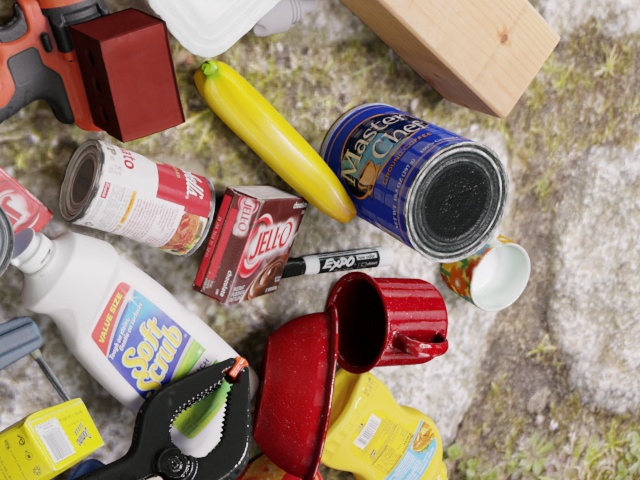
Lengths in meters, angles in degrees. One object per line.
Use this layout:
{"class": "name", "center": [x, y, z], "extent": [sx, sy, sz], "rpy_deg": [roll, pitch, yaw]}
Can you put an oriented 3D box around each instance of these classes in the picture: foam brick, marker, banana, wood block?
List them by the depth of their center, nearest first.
{"class": "foam brick", "center": [-0.135, -0.116, 0.749], "extent": [0.051, 0.053, 0.078], "rpy_deg": [-26, 124, -27]}
{"class": "banana", "center": [-0.043, -0.084, 0.869], "extent": [0.037, 0.070, 0.197], "rpy_deg": [-40, 125, 10]}
{"class": "wood block", "center": [0.094, -0.201, 0.890], "extent": [0.205, 0.090, 0.091], "rpy_deg": [36, 88, -36]}
{"class": "marker", "center": [0.012, 0.020, 0.974], "extent": [0.120, 0.020, 0.020], "rpy_deg": [-6, 112, -29]}

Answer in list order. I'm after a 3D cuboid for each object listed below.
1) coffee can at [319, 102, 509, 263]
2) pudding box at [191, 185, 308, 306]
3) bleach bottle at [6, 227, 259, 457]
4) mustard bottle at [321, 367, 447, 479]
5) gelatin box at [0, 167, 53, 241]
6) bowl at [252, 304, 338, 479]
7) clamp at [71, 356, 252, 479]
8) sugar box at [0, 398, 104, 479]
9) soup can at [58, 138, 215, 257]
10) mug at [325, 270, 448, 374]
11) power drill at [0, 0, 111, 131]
{"class": "coffee can", "center": [0.076, -0.052, 0.908], "extent": [0.102, 0.140, 0.103], "rpy_deg": [-12, 115, -27]}
{"class": "pudding box", "center": [-0.056, 0.001, 0.880], "extent": [0.090, 0.039, 0.113], "rpy_deg": [-69, 166, 11]}
{"class": "bleach bottle", "center": [-0.158, 0.078, 0.857], "extent": [0.102, 0.068, 0.250], "rpy_deg": [-50, 130, -7]}
{"class": "mustard bottle", "center": [0.068, 0.205, 1.058], "extent": [0.191, 0.058, 0.096], "rpy_deg": [40, 79, -35]}
{"class": "gelatin box", "center": [-0.256, -0.012, 0.795], "extent": [0.089, 0.030, 0.073], "rpy_deg": [-48, 126, -5]}
{"class": "bowl", "center": [-0.026, 0.132, 0.934], "extent": [0.055, 0.162, 0.162], "rpy_deg": [9, 106, -5]}
{"class": "clamp", "center": [-0.109, 0.186, 0.827], "extent": [0.164, 0.036, 0.209], "rpy_deg": [39, 67, 2]}
{"class": "sugar box", "center": [-0.248, 0.174, 0.745], "extent": [0.176, 0.093, 0.048], "rpy_deg": [-32, 85, 9]}
{"class": "soup can", "center": [-0.143, -0.032, 0.832], "extent": [0.102, 0.069, 0.068], "rpy_deg": [19, 99, -34]}
{"class": "mug", "center": [0.070, 0.078, 0.976], "extent": [0.081, 0.117, 0.093], "rpy_deg": [2, 104, -37]}
{"class": "power drill", "center": [-0.234, -0.139, 0.740], "extent": [0.187, 0.057, 0.184], "rpy_deg": [-24, 120, -21]}
